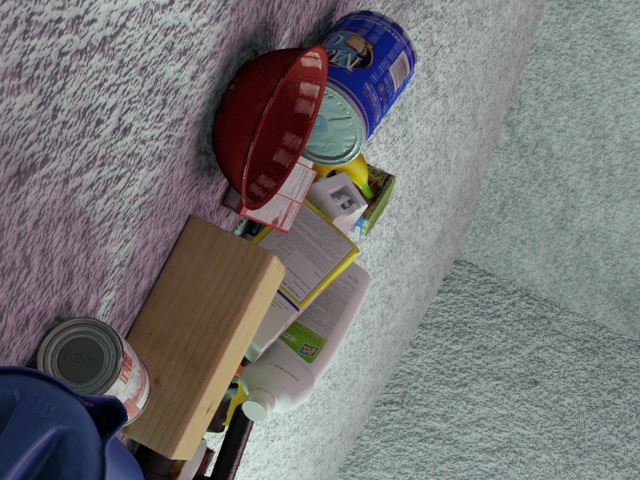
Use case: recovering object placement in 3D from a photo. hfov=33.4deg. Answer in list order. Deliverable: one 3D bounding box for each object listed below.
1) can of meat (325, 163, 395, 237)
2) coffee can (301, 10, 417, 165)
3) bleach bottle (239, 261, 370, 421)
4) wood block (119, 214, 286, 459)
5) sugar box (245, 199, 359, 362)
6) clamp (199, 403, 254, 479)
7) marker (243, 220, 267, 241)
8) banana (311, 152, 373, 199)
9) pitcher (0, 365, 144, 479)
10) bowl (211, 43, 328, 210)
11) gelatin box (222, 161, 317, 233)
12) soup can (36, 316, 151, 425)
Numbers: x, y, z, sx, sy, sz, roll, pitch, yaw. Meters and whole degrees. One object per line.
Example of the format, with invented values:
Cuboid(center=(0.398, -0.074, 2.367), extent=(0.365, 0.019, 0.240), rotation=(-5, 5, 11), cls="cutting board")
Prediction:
Cuboid(center=(0.044, -0.061, 1.430), extent=(0.102, 0.084, 0.057), rotation=(-57, 166, -34), cls="can of meat")
Cuboid(center=(0.026, -0.158, 1.100), extent=(0.140, 0.103, 0.103), rotation=(-55, 165, -40), cls="coffee can")
Cuboid(center=(-0.029, 0.105, 1.189), extent=(0.250, 0.102, 0.068), rotation=(-55, 170, -50), cls="bleach bottle")
Cuboid(center=(-0.121, 0.093, 1.004), extent=(0.206, 0.090, 0.091), rotation=(-63, 169, -8), cls="wood block")
Cuboid(center=(-0.047, 0.039, 1.137), extent=(0.176, 0.093, 0.048), rotation=(-44, 172, -31), cls="sugar box")
Cuboid(center=(-0.123, 0.298, 1.152), extent=(0.165, 0.036, 0.210), rotation=(117, -9, -48), cls="clamp")
Cuboid(center=(-0.055, -0.045, 1.184), extent=(0.121, 0.020, 0.020), rotation=(-65, 168, -2), cls="marker")
Cuboid(center=(0.019, -0.092, 1.307), extent=(0.037, 0.069, 0.197), rotation=(-30, 166, 23), cls="banana")
Cuboid(center=(-0.206, 0.181, 0.761), extent=(0.243, 0.149, 0.145), rotation=(88, 14, -72), cls="pitcher")
Cuboid(center=(-0.053, -0.111, 0.965), extent=(0.162, 0.055, 0.162), rotation=(-60, 167, -23), cls="bowl")
Cuboid(center=(-0.051, -0.053, 1.085), extent=(0.089, 0.030, 0.073), rotation=(21, 94, -54), cls="gelatin box")
Cuboid(center=(-0.176, 0.105, 0.837), extent=(0.068, 0.068, 0.102), rotation=(-61, 168, -17), cls="soup can")
